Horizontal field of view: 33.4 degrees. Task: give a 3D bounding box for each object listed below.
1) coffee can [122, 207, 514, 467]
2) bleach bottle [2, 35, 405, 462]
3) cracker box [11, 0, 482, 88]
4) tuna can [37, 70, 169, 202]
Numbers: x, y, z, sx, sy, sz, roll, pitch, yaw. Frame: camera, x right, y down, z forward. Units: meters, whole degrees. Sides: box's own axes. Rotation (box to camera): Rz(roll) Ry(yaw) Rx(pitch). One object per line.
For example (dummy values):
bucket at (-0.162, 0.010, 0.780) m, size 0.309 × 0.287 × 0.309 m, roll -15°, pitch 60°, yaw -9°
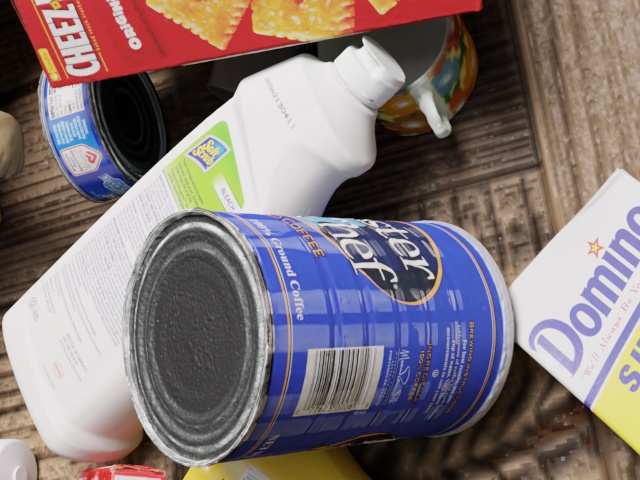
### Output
coffee can at (0.000, 0.040, 0.465) m, size 0.103 × 0.140 × 0.103 m, roll -3°, pitch 86°, yaw 49°
bleach bottle at (-0.053, 0.001, 0.533) m, size 0.251 × 0.068 × 0.103 m, roll -42°, pitch 61°, yaw 21°
cracker box at (-0.029, -0.163, 0.535) m, size 0.214 × 0.072 × 0.164 m, roll -7°, pitch 39°, yaw 13°
tuna can at (-0.119, -0.066, 0.598) m, size 0.034 × 0.086 × 0.086 m, roll -14°, pitch 70°, yaw 18°
